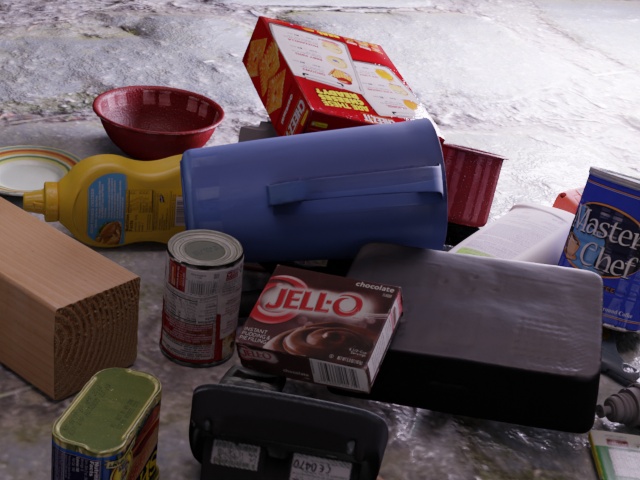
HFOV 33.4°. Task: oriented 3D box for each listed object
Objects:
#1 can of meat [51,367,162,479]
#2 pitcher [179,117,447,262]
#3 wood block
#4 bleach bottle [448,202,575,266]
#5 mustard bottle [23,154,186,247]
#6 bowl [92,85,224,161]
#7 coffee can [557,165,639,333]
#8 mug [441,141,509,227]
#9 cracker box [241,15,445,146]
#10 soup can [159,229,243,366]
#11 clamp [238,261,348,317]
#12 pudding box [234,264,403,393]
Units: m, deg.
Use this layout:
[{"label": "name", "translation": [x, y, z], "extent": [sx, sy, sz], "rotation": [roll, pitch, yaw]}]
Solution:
[{"label": "can of meat", "translation": [-0.150, 0.150, 0.752], "extent": [0.057, 0.084, 0.102], "rotation": [13, 28, 9]}, {"label": "pitcher", "translation": [-0.006, -0.042, 0.995], "extent": [0.242, 0.149, 0.145], "rotation": [-5, 45, -7]}, {"label": "wood block", "translation": [-0.260, 0.042, 0.922], "extent": [0.206, 0.090, 0.090], "rotation": [26, 32, 31]}, {"label": "bleach bottle", "translation": [0.164, 0.032, 1.084], "extent": [0.250, 0.068, 0.103], "rotation": [-24, 28, -39]}, {"label": "mustard bottle", "translation": [-0.203, -0.040, 1.084], "extent": [0.191, 0.096, 0.058], "rotation": [-1, 29, -17]}, {"label": "bowl", "translation": [-0.200, -0.139, 1.317], "extent": [0.162, 0.055, 0.162], "rotation": [6, 28, -3]}, {"label": "coffee can", "translation": [0.293, 0.008, 1.051], "extent": [0.103, 0.140, 0.103], "rotation": [16, 11, -3]}, {"label": "mug", "translation": [0.153, -0.065, 1.190], "extent": [0.093, 0.081, 0.117], "rotation": [13, 9, -1]}, {"label": "cracker box", "translation": [0.019, -0.156, 1.181], "extent": [0.164, 0.072, 0.214], "rotation": [9, 34, -27]}, {"label": "soup can", "translation": [-0.104, 0.050, 0.933], "extent": [0.068, 0.102, 0.068], "rotation": [6, 28, -3]}, {"label": "clamp", "translation": [-0.023, 0.054, 1.015], "extent": [0.171, 0.039, 0.120], "rotation": [19, 46, 12]}, {"label": "pudding box", "translation": [0.000, 0.070, 0.857], "extent": [0.114, 0.039, 0.090], "rotation": [11, 48, 18]}]
